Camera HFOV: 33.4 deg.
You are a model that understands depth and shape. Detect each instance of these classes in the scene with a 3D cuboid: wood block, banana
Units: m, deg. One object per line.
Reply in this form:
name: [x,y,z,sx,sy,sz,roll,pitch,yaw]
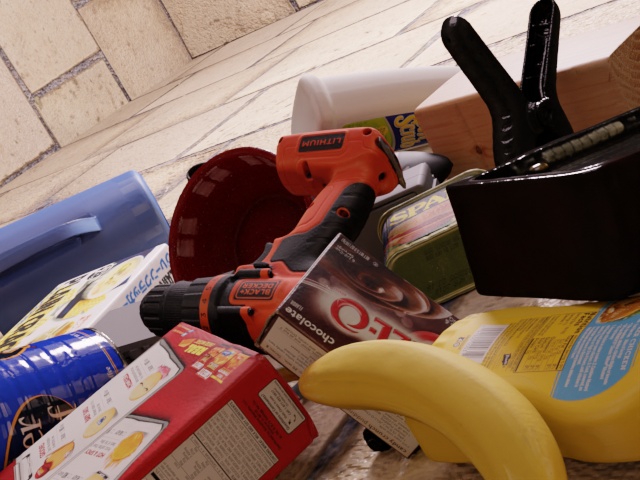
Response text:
wood block: [0.192,-0.110,0.895,0.207,0.091,0.090,-8,26,50]
banana: [0.054,0.085,0.503,0.069,0.037,0.198,-54,37,-2]

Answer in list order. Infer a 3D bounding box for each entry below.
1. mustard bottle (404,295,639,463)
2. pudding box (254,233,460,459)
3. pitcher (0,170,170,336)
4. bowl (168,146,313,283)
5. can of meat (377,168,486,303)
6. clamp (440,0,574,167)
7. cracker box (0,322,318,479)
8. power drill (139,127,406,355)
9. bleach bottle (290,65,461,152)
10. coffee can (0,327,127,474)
mustard bottle: [0.137,0.066,0.516,0.192,0.058,0.096,-12,24,46]
pudding box: [0.031,0.059,0.623,0.089,0.113,0.039,-50,-8,-51]
pitcher: [-0.308,0.011,1.304,0.242,0.145,0.149,-29,36,-9]
bowl: [-0.056,0.001,0.937,0.162,0.162,0.055,-19,-15,31]
can of meat: [0.094,0.000,0.790,0.102,0.057,0.084,-26,19,12]
clamp: [0.143,-0.094,0.776,0.120,0.171,0.039,-9,-3,-32]
cracker box: [-0.122,0.150,0.649,0.213,0.072,0.164,-41,18,-17]
power drill: [-0.029,0.001,0.787,0.185,0.057,0.187,0,49,33]
bleach bottle: [0.099,-0.136,1.064,0.250,0.068,0.103,-13,-29,-17]
coffee can: [-0.216,0.128,0.764,0.140,0.103,0.103,-14,2,-44]
